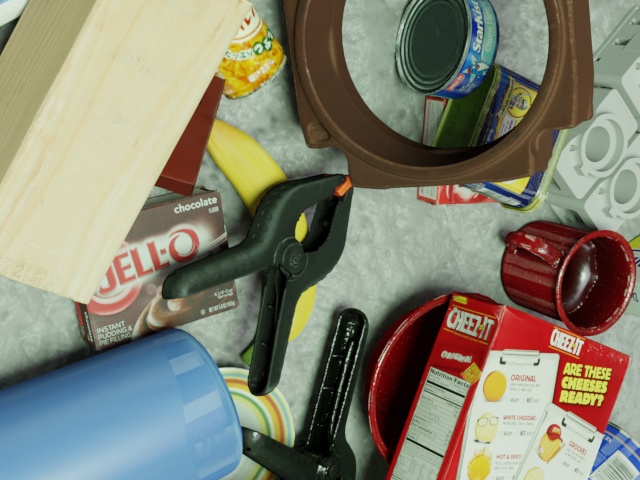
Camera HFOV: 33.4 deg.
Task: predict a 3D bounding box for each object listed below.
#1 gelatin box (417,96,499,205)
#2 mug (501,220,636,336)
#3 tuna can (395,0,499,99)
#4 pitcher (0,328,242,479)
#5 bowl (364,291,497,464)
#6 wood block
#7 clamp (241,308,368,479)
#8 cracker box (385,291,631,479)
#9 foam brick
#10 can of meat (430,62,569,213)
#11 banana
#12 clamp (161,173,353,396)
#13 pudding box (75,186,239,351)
[{"bbox_3d":[0.121,-0.074,0.884,0.073,0.030,0.089,-3,103,-31],"label":"gelatin box"},{"bbox_3d":[0.205,0.024,0.928,0.117,0.082,0.093,29,86,-33],"label":"mug"},{"bbox_3d":[0.097,-0.152,0.818,0.033,0.086,0.086,5,99,-34],"label":"tuna can"},{"bbox_3d":[-0.176,0.159,0.695,0.242,0.149,0.145,-22,70,-24],"label":"pitcher"},{"bbox_3d":[0.093,0.116,0.897,0.161,0.055,0.162,-8,105,-30],"label":"bowl"},{"bbox_3d":[-0.141,-0.080,0.640,0.090,0.091,0.206,24,99,-39],"label":"wood block"},{"bbox_3d":[-0.011,0.176,0.830,0.164,0.036,0.210,-36,133,-48],"label":"clamp"},{"bbox_3d":[0.144,0.166,0.861,0.164,0.072,0.214,22,87,-36],"label":"cracker box"},{"bbox_3d":[-0.100,-0.075,0.719,0.053,0.051,0.078,18,80,-7],"label":"foam brick"},{"bbox_3d":[0.142,-0.083,0.843,0.083,0.058,0.102,20,90,-30],"label":"can of meat"},{"bbox_3d":[-0.039,-0.001,0.799,0.069,0.037,0.198,-20,111,-29],"label":"banana"},{"bbox_3d":[-0.037,0.011,0.751,0.120,0.039,0.171,46,63,-41],"label":"clamp"},{"bbox_3d":[-0.120,0.017,0.754,0.113,0.039,0.090,-17,109,-28],"label":"pudding box"}]
